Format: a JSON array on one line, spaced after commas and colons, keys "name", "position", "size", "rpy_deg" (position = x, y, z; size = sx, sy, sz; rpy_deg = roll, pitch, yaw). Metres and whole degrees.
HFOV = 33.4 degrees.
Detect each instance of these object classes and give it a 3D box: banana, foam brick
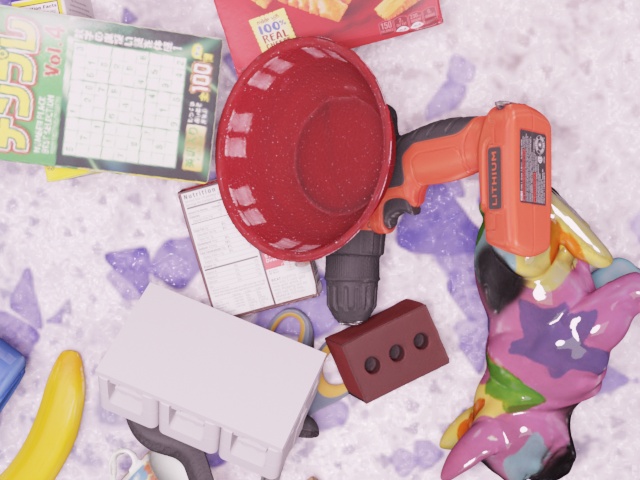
[{"name": "banana", "position": [-0.248, 0.180, 0.882], "size": [0.069, 0.037, 0.198], "rpy_deg": [43, 97, -4]}, {"name": "foam brick", "position": [0.052, 0.086, 0.842], "size": [0.078, 0.051, 0.053], "rpy_deg": [-25, 97, -14]}]

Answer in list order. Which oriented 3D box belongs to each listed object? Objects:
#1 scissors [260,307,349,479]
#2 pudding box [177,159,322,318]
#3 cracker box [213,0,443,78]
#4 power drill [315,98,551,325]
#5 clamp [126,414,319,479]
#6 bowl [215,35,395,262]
[{"name": "scissors", "position": [-0.011, 0.155, 0.881], "size": [0.096, 0.016, 0.202], "rpy_deg": [1, 97, 2]}, {"name": "pudding box", "position": [-0.055, 0.001, 0.853], "size": [0.090, 0.039, 0.113], "rpy_deg": [-15, 94, 4]}, {"name": "cracker box", "position": [-0.011, -0.239, 0.762], "size": [0.164, 0.072, 0.213], "rpy_deg": [-13, 125, 4]}, {"name": "power drill", "position": [0.075, -0.026, 0.785], "size": [0.188, 0.057, 0.184], "rpy_deg": [0, 90, 41]}, {"name": "clamp", "position": [-0.089, 0.143, 0.855], "size": [0.120, 0.039, 0.171], "rpy_deg": [-38, 72, -24]}, {"name": "bowl", "position": [-0.001, -0.064, 0.778], "size": [0.162, 0.055, 0.162], "rpy_deg": [-2, 87, 38]}]
